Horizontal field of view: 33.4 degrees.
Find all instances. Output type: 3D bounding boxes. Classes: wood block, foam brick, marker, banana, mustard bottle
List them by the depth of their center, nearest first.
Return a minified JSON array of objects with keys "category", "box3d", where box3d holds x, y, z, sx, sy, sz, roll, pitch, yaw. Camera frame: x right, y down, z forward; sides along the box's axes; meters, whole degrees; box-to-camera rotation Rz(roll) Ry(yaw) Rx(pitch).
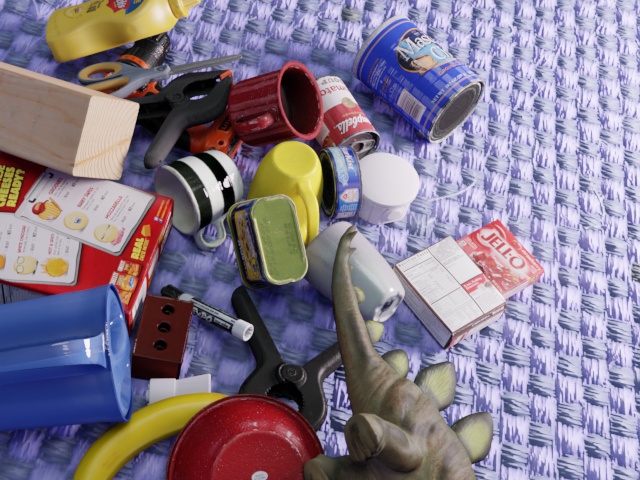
[{"category":"banana","box3d":[-0.172,0.201,1.048,0.197,0.037,0.069,-38,81,-14]},{"category":"foam brick","box3d":[-0.166,0.104,1.124,0.053,0.051,0.078,10,53,-5]},{"category":"marker","box3d":[-0.125,0.076,1.152,0.121,0.020,0.020,23,52,28]},{"category":"wood block","box3d":[-0.319,-0.139,1.189,0.206,0.090,0.090,19,8,23]},{"category":"mustard bottle","box3d":[-0.241,-0.278,1.328,0.192,0.058,0.096,-13,33,11]}]

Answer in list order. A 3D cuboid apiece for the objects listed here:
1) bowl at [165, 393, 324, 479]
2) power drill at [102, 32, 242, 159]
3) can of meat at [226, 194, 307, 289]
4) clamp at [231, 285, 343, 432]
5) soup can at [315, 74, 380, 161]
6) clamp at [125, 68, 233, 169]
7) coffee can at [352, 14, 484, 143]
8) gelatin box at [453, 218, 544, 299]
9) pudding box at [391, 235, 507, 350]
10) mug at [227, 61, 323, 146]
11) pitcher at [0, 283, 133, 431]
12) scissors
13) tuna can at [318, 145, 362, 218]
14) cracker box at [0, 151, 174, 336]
[{"category":"bowl","box3d":[-0.064,0.226,1.017,0.162,0.055,0.162,3,80,-15]},{"category":"power drill","box3d":[-0.177,-0.172,1.317,0.188,0.057,0.184,22,57,8]},{"category":"can of meat","box3d":[-0.058,0.001,1.174,0.057,0.084,0.102,-13,91,-21]},{"category":"clamp","box3d":[-0.043,0.142,1.132,0.164,0.036,0.209,20,50,3]},{"category":"soup can","box3d":[0.021,-0.148,1.333,0.068,0.069,0.102,-18,60,-23]},{"category":"clamp","box3d":[-0.166,-0.146,1.240,0.171,0.039,0.120,-26,60,-19]},{"category":"coffee can","box3d":[0.126,-0.208,1.375,0.102,0.103,0.140,-35,68,-30]},{"category":"gelatin box","box3d":[0.210,0.024,1.271,0.073,0.030,0.089,-26,64,-27]},{"category":"pudding box","box3d":[0.146,0.058,1.230,0.089,0.039,0.113,-26,62,-26]},{"category":"mug","box3d":[-0.060,-0.151,1.248,0.082,0.093,0.117,-10,23,33]},{"category":"pitcher","box3d":[-0.304,0.120,1.010,0.242,0.149,0.145,-8,39,-3]},{"category":"scissors","box3d":[-0.202,-0.205,1.271,0.201,0.016,0.096,-23,40,-18]},{"category":"tuna can","box3d":[0.022,-0.069,1.265,0.033,0.086,0.086,-6,56,-14]},{"category":"cracker box","box3d":[-0.284,0.005,1.159,0.213,0.072,0.164,14,52,0]}]
